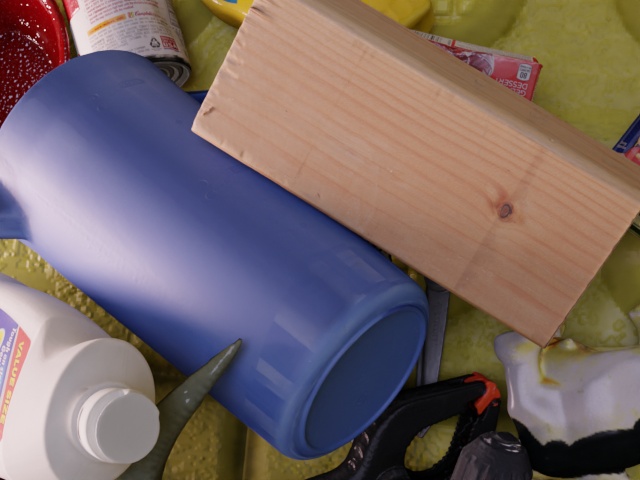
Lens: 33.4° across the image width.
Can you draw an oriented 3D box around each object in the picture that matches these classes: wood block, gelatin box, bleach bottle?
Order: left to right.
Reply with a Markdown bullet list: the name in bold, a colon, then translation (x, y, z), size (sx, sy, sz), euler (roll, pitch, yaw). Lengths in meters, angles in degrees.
- **bleach bottle**: translation (-0.143, 0.068, 0.538), size (0.251, 0.068, 0.102), euler (0, 65, 57)
- **wood block**: translation (0.052, -0.046, 0.547), size (0.206, 0.090, 0.091), euler (32, 110, 7)
- **gelatin box**: translation (0.073, -0.075, 0.602), size (0.089, 0.030, 0.073), euler (14, 108, 5)

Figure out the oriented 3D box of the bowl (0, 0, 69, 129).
- **bowl**: translation (-0.228, -0.104, 0.705), size (0.162, 0.055, 0.162), euler (-2, 82, 14)

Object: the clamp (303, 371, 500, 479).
- **clamp**: translation (0.043, 0.150, 0.604), size (0.171, 0.039, 0.120), euler (-38, 108, -1)

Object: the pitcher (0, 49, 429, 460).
- **pitcher**: translation (-0.054, 0.001, 0.587), size (0.243, 0.144, 0.149), euler (37, 96, 29)

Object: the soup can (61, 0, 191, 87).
- **soup can**: translation (-0.127, -0.144, 0.680), size (0.068, 0.068, 0.102), euler (-20, 78, 10)
